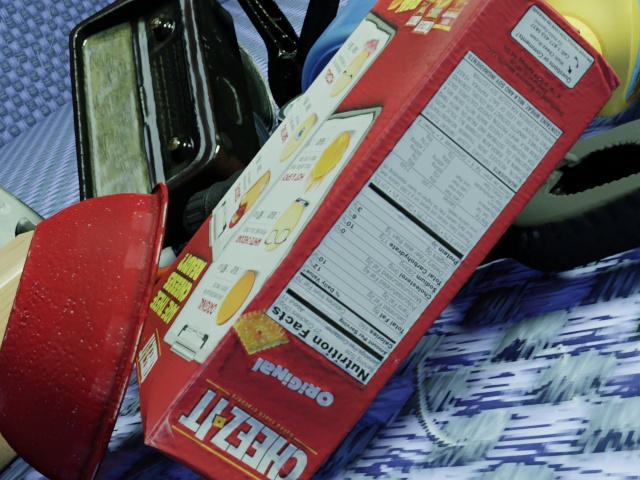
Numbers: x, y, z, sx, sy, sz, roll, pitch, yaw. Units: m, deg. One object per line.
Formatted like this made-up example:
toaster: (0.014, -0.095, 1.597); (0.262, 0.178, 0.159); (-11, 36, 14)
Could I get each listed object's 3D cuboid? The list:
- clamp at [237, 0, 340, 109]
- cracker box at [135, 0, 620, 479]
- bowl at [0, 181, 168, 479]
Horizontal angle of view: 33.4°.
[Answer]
clamp: (-0.024, -0.154, 0.863); (0.039, 0.171, 0.120); (-33, 45, -31)
cracker box: (0.010, -0.009, 0.459); (0.214, 0.072, 0.164); (-53, 16, 3)
bowl: (-0.123, 0.042, 0.517); (0.162, 0.055, 0.162); (-164, 90, -76)
